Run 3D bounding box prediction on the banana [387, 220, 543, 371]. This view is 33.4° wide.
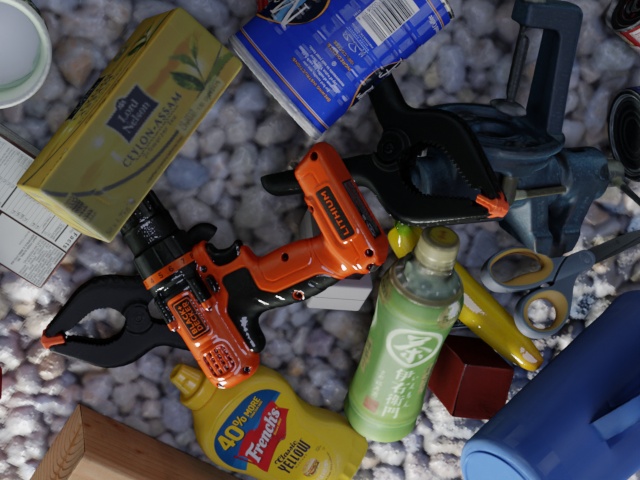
[{"bbox_3d":[0.121,0.045,0.953,0.037,0.069,0.197,-44,107,9],"label":"banana"}]

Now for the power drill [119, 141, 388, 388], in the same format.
[{"bbox_3d":[-0.056,0.001,0.841,0.188,0.057,0.184,-31,93,17],"label":"power drill"}]

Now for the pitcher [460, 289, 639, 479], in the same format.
[{"bbox_3d":[0.244,0.153,0.939,0.242,0.145,0.149,-33,130,-30],"label":"pitcher"}]

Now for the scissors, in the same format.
[{"bbox_3d":[0.240,0.037,0.975,0.201,0.016,0.096,-4,67,-22],"label":"scissors"}]

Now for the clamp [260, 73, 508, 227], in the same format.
[{"bbox_3d":[0.061,-0.082,0.851,0.036,0.210,0.164,8,105,-60],"label":"clamp"}]

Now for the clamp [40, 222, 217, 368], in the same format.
[{"bbox_3d":[-0.146,0.069,0.903,0.171,0.039,0.120,-24,94,-5],"label":"clamp"}]

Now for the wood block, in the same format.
[{"bbox_3d":[-0.142,0.240,0.937,0.205,0.090,0.091,31,98,-23],"label":"wood block"}]

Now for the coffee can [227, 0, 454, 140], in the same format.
[{"bbox_3d":[0.015,-0.160,0.808,0.140,0.103,0.102,-41,114,6],"label":"coffee can"}]

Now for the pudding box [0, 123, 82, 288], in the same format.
[{"bbox_3d":[-0.242,-0.029,0.848,0.113,0.039,0.090,37,94,-25],"label":"pudding box"}]

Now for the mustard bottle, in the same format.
[{"bbox_3d":[-0.055,0.165,0.953,0.191,0.058,0.096,37,95,-23],"label":"mustard bottle"}]

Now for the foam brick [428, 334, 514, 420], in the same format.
[{"bbox_3d":[0.136,0.125,0.982,0.051,0.078,0.053,9,105,-17],"label":"foam brick"}]
